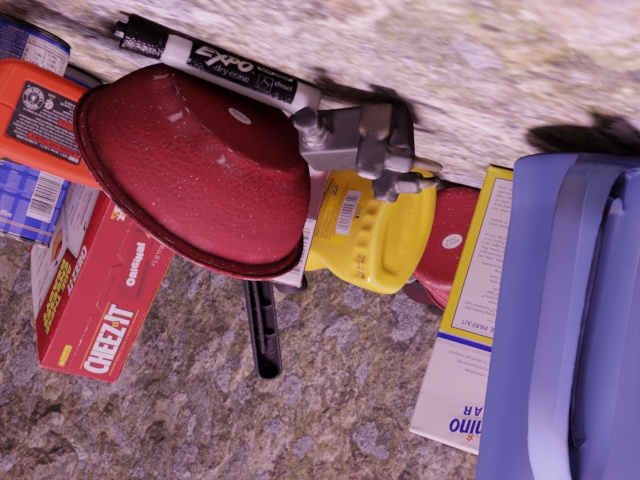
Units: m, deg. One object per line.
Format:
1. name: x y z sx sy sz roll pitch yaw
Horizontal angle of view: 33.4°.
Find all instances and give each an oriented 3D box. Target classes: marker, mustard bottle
1. marker: -0.057 -0.096 0.597 0.121 0.020 0.020 19 176 -18
2. mustard bottle: 0.000 -0.022 0.826 0.058 0.096 0.192 20 176 -40

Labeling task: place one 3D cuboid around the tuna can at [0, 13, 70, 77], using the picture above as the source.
1. tuna can: -0.217 -0.131 0.734 0.086 0.034 0.086 18 176 1

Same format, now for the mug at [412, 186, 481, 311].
1. mug: 0.103 0.000 0.824 0.117 0.093 0.081 46 -176 26

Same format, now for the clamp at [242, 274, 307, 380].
1. clamp: -0.056 0.001 0.950 0.036 0.210 0.165 -8 154 -18

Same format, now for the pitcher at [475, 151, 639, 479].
1. pitcher: 0.139 0.080 0.532 0.149 0.243 0.145 12 175 -16

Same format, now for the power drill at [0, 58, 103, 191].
1. power drill: -0.197 -0.076 0.710 0.184 0.057 0.188 21 175 -40

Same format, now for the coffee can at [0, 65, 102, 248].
1. coffee can: -0.245 -0.075 0.857 0.103 0.140 0.103 18 177 1

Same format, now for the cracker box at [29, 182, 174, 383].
1. cracker box: -0.182 -0.008 0.891 0.072 0.164 0.214 18 -162 -25

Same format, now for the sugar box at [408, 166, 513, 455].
1. sugar box: 0.127 0.050 0.669 0.093 0.176 0.048 16 176 23

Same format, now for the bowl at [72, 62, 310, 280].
1. bowl: -0.061 -0.054 0.623 0.162 0.055 0.162 31 -151 -19
